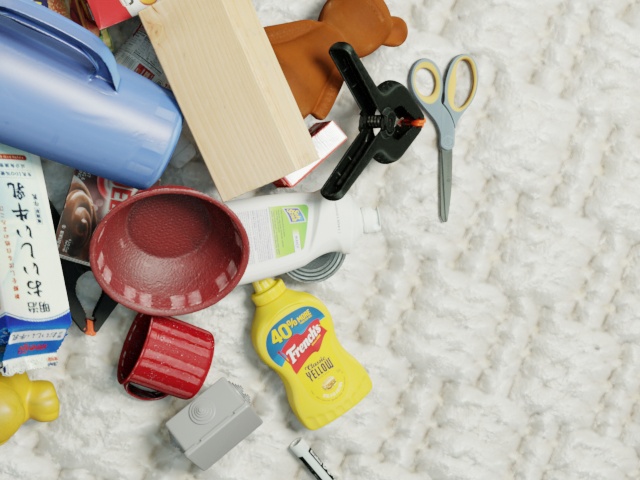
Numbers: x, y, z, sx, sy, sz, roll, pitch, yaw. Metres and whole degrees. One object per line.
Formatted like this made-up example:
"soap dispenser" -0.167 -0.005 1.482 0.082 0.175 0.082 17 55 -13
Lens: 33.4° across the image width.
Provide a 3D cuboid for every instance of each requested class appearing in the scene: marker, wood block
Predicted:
"marker" 0.007 0.285 1.275 0.020 0.020 0.121 -40 103 -9
"wood block" -0.090 -0.155 1.083 0.091 0.090 0.206 -22 95 19

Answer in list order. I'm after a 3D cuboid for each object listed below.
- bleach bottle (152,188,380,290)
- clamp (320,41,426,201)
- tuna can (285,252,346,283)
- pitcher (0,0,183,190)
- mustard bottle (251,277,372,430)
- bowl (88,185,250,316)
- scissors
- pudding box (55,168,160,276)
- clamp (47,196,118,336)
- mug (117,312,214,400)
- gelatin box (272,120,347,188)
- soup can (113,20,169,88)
"bleach bottle" -0.058 0.001 1.181 0.251 0.068 0.102 -8 91 -1
"clamp" 0.060 -0.140 1.179 0.209 0.036 0.164 -22 117 -56
"tuna can" -0.014 0.006 1.240 0.086 0.034 0.086 -1 95 -16
"pitcher" -0.259 -0.146 1.053 0.242 0.149 0.145 22 96 -21
"mustard bottle" -0.025 0.117 1.233 0.096 0.058 0.191 -33 102 -11
"bowl" -0.155 0.000 1.095 0.162 0.055 0.162 -5 127 -7
"scissors" 0.135 -0.131 1.281 0.096 0.016 0.202 16 90 -14
"pudding box" -0.230 -0.026 1.142 0.090 0.039 0.113 17 81 -15
"clamp" -0.264 0.017 1.170 0.120 0.039 0.171 8 85 -10
"mug" -0.175 0.136 1.184 0.081 0.093 0.117 22 118 -21
"gelatin box" -0.019 -0.098 1.210 0.089 0.073 0.030 -42 103 -8
"soup can" -0.181 -0.203 1.160 0.068 0.069 0.102 38 84 -15
